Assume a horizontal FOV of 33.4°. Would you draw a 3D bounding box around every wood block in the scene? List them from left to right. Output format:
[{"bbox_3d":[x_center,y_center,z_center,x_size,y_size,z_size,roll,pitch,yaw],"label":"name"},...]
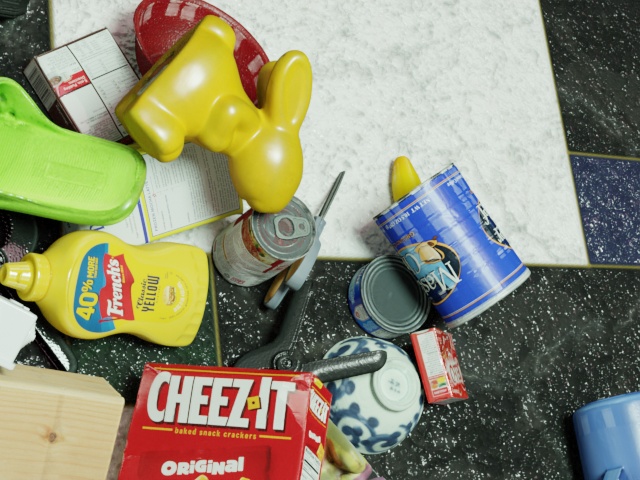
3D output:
[{"bbox_3d":[-0.277,0.146,0.861,0.205,0.090,0.091,14,90,-24],"label":"wood block"}]

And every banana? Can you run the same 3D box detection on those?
[{"bbox_3d":[0.129,-0.001,1.188,0.198,0.037,0.069,54,39,-4],"label":"banana"}]

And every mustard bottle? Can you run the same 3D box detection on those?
[{"bbox_3d":[-0.193,0.040,0.950,0.191,0.058,0.096,10,91,-40],"label":"mustard bottle"}]

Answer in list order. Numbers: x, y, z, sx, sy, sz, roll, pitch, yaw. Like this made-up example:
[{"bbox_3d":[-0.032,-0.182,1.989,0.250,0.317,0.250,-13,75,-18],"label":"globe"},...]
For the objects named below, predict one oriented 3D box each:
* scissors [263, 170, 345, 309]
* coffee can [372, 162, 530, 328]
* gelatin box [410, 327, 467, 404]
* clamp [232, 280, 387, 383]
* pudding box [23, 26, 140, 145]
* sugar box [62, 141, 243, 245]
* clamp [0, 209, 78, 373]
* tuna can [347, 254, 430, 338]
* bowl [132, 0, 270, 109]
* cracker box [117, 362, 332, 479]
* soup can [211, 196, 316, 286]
[{"bbox_3d":[-0.016,0.002,1.106,0.016,0.096,0.201,35,28,-9],"label":"scissors"},{"bbox_3d":[0.135,0.005,1.107,0.102,0.103,0.140,-34,88,-33],"label":"coffee can"},{"bbox_3d":[0.125,0.132,1.111,0.089,0.030,0.073,28,47,-69],"label":"gelatin box"},{"bbox_3d":[-0.034,0.115,1.037,0.171,0.039,0.120,-29,58,-18],"label":"clamp"},{"bbox_3d":[-0.220,-0.141,1.041,0.089,0.039,0.113,-32,92,-34],"label":"pudding box"},{"bbox_3d":[-0.162,-0.048,1.021,0.175,0.048,0.093,-18,105,-30],"label":"sugar box"},{"bbox_3d":[-0.304,0.028,0.935,0.164,0.036,0.210,-3,78,-30],"label":"clamp"},{"bbox_3d":[0.072,0.060,1.133,0.086,0.034,0.086,10,68,-26],"label":"tuna can"},{"bbox_3d":[-0.127,-0.174,1.077,0.162,0.055,0.162,24,42,-24],"label":"bowl"},{"bbox_3d":[-0.089,0.217,0.911,0.164,0.072,0.213,1,64,17],"label":"cracker box"},{"bbox_3d":[-0.057,0.001,1.042,0.068,0.102,0.068,10,68,-26],"label":"soup can"}]
